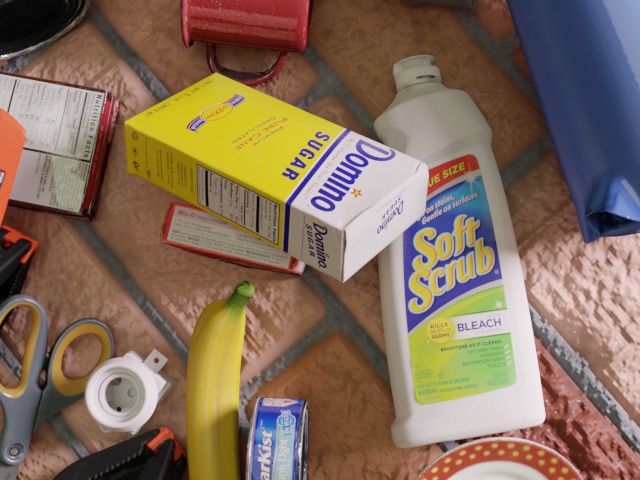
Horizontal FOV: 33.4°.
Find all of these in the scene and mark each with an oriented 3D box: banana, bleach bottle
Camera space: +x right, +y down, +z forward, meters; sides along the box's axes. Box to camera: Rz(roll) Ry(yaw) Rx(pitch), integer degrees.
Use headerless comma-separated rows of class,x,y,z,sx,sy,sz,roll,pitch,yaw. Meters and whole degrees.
banana,-0.068,0.124,0.699,0.037,0.070,0.198,1,90,-15
bleach bottle,0.076,0.003,0.703,0.102,0.068,0.251,-11,81,4

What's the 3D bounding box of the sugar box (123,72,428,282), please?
sugar box,-0.029,-0.046,0.672,0.176,0.048,0.093,24,42,28

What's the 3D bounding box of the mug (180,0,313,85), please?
mug,-0.047,-0.160,0.721,0.081,0.093,0.117,7,116,0

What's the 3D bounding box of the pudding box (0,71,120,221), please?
pudding box,-0.204,-0.068,0.743,0.113,0.039,0.090,11,85,4

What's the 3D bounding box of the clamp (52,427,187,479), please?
clamp,-0.162,0.207,0.677,0.209,0.036,0.165,-38,44,-16

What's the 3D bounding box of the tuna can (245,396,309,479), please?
tuna can,-0.027,0.144,0.684,0.034,0.086,0.086,2,84,3

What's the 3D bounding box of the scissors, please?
scissors,-0.190,0.132,0.728,0.096,0.016,0.202,-3,107,-27

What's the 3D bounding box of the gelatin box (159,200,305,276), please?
gelatin box,-0.055,0.001,0.706,0.089,0.073,0.030,12,86,5

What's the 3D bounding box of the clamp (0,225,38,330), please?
clamp,-0.243,0.067,0.695,0.039,0.120,0.171,24,83,1
